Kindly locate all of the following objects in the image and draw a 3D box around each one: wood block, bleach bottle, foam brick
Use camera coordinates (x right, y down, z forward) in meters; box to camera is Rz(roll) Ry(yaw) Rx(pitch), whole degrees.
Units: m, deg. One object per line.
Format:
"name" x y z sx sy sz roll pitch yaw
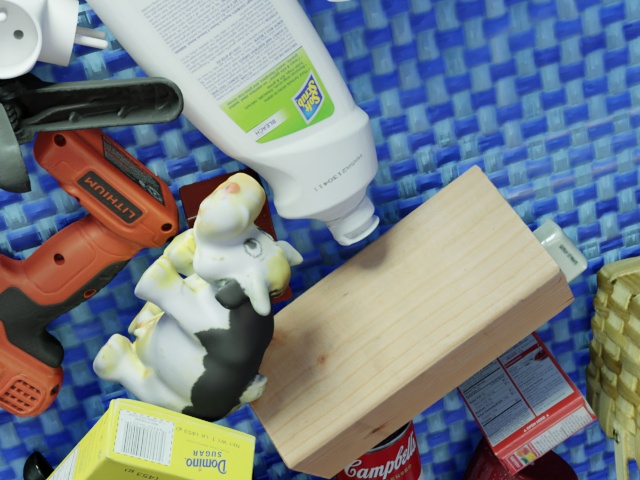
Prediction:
"wood block" 0.053 0.058 0.699 0.206 0.090 0.090 -37 156 5
"bleach bottle" -0.049 -0.097 0.606 0.102 0.068 0.250 -35 111 -1
"foam brick" -0.054 0.001 0.684 0.053 0.051 0.078 -16 119 -5

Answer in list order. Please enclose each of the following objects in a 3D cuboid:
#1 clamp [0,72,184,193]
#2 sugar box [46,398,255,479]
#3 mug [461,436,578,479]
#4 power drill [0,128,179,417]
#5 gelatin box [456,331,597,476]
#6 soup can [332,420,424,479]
"clamp" -0.172 -0.063 0.565 0.172 0.120 0.039 6 113 28
"sugar box" -0.122 0.165 0.678 0.093 0.048 0.176 21 137 -20
"mug" 0.153 0.201 0.826 0.117 0.093 0.081 1 116 -49
"power drill" -0.194 0.006 0.651 0.188 0.057 0.184 -43 122 13
"gelatin box" 0.146 0.115 0.771 0.073 0.089 0.030 -35 121 6
"soup can" 0.042 0.169 0.786 0.068 0.068 0.102 -17 120 -5
